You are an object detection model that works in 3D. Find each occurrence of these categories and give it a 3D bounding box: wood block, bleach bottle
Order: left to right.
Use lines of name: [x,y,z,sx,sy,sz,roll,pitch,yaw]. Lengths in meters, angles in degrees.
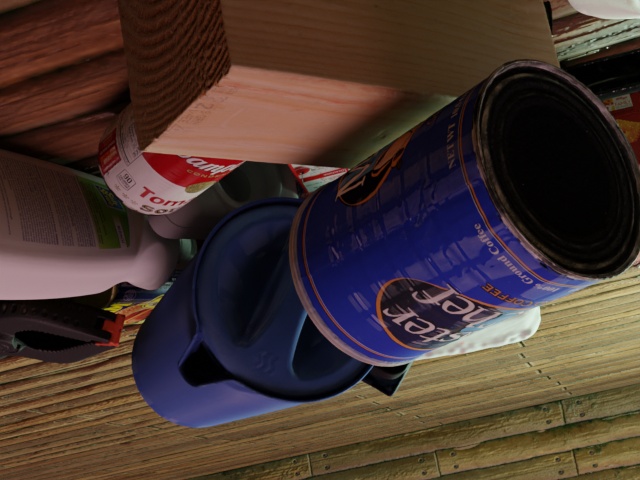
bleach bottle: [-0.171,-0.001,0.701,0.068,0.102,0.250,-30,157,28]
wood block: [0.015,-0.093,0.534,0.205,0.091,0.090,2,159,-36]

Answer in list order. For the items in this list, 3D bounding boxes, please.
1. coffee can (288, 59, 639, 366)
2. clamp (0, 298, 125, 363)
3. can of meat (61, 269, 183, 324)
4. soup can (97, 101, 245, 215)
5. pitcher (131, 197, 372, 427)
coffee can: [0.065,-0.007,0.504,0.102,0.103,0.141,2,159,-36]
clamp: [-0.258,0.076,0.883,0.210,0.036,0.164,3,150,11]
can of meat: [-0.173,0.038,0.913,0.083,0.057,0.102,3,160,-45]
soup can: [-0.079,-0.062,0.620,0.068,0.068,0.102,2,160,-37]
pitcher: [-0.051,0.062,0.773,0.149,0.145,0.243,12,160,-19]
